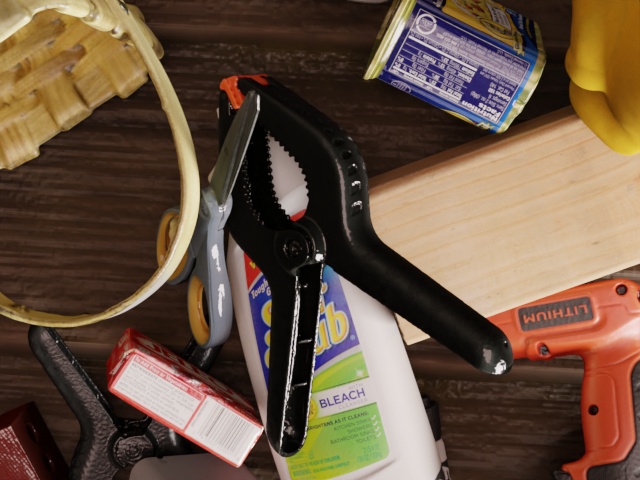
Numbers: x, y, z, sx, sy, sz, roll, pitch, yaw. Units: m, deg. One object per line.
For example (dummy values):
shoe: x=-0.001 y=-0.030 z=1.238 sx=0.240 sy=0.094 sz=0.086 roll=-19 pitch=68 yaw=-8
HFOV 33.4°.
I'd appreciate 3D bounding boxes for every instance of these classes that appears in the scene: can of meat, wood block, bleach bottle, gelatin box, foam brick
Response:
can of meat: x=0.076 y=-0.109 z=0.601 sx=0.084 sy=0.102 sz=0.057 roll=25 pitch=118 yaw=-4
wood block: x=0.129 y=-0.023 z=0.616 sx=0.206 sy=0.091 sz=0.090 roll=-20 pitch=96 yaw=5
bleach bottle: x=-0.013 y=0.037 z=0.643 sx=0.103 sy=0.068 sz=0.251 roll=-19 pitch=92 yaw=18
gelatin box: x=-0.080 y=0.088 z=0.615 sx=0.089 sy=0.073 sz=0.030 roll=34 pitch=87 yaw=-11
foam brick: x=-0.192 y=0.150 z=0.669 sx=0.051 sy=0.053 sz=0.078 roll=-25 pitch=97 yaw=5

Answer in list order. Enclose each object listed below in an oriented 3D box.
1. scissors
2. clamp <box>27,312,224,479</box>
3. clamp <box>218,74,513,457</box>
scissors: x=-0.054 y=0.001 z=0.579 sx=0.016 sy=0.202 sz=0.096 roll=-14 pitch=80 yaw=-26
clamp: x=-0.108 y=0.119 z=0.669 sx=0.120 sy=0.039 sz=0.171 roll=-9 pitch=103 yaw=-2
clamp: x=-0.008 y=0.011 z=0.579 sx=0.165 sy=0.036 sz=0.210 roll=-37 pitch=76 yaw=35
